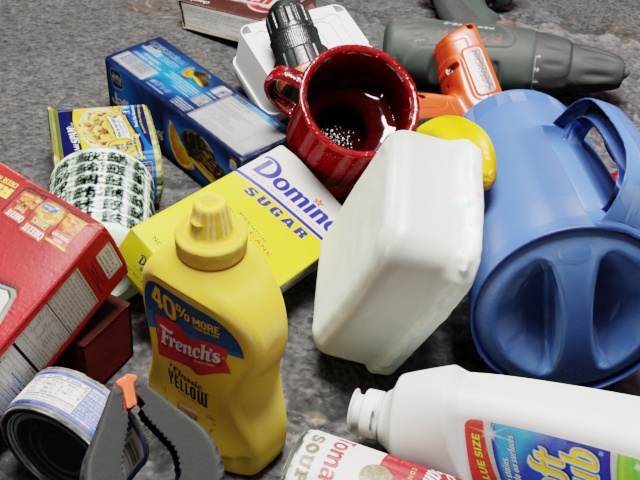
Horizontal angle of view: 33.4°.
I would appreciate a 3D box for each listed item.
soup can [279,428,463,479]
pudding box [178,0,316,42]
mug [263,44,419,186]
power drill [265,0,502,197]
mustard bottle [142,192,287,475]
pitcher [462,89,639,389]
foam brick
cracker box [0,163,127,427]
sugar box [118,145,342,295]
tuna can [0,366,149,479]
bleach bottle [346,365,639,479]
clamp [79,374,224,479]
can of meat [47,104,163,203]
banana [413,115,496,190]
[{"bbox_3d":[0.030,0.156,0.617,0.102,0.068,0.068,16,42,16],"label":"soup can"},{"bbox_3d":[-0.074,-0.239,1.093,0.114,0.039,0.089,17,41,29],"label":"pudding box"},{"bbox_3d":[0.009,-0.097,0.824,0.117,0.082,0.093,24,69,-5],"label":"mug"},{"bbox_3d":[0.055,-0.137,0.928,0.187,0.057,0.184,-13,75,-19],"label":"power drill"},{"bbox_3d":[-0.063,0.051,0.638,0.096,0.192,0.058,30,47,28],"label":"mustard bottle"},{"bbox_3d":[0.164,-0.022,0.769,0.149,0.145,0.243,-23,31,13],"label":"pitcher"},{"bbox_3d":[-0.174,0.061,0.728,0.078,0.051,0.052,21,43,20],"label":"foam brick"},{"bbox_3d":[-0.250,0.048,0.666,0.164,0.072,0.213,29,69,22],"label":"cracker box"},{"bbox_3d":[-0.055,0.001,0.769,0.093,0.048,0.175,47,44,6],"label":"sugar box"},{"bbox_3d":[-0.147,0.118,0.635,0.086,0.086,0.033,20,44,18],"label":"tuna can"},{"bbox_3d":[0.139,0.134,0.642,0.251,0.102,0.068,9,28,17],"label":"bleach bottle"},{"bbox_3d":[-0.091,0.161,0.577,0.120,0.039,0.171,-23,79,-28],"label":"clamp"},{"bbox_3d":[-0.178,-0.069,0.879,0.083,0.057,0.102,-7,41,-14],"label":"can of meat"},{"bbox_3d":[0.090,-0.059,0.790,0.037,0.198,0.069,2,84,-13],"label":"banana"}]
